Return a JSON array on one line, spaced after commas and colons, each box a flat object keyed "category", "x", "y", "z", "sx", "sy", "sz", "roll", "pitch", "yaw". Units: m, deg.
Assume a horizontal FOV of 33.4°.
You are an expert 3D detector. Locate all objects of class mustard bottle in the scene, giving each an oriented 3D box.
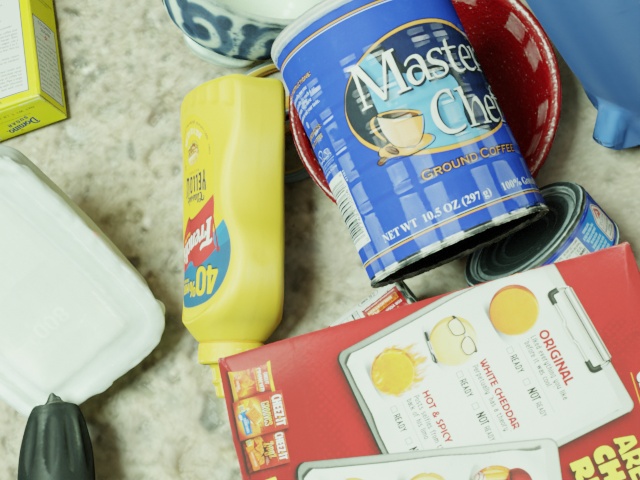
[{"category": "mustard bottle", "x": -0.055, "y": 0.001, "z": 0.660, "sx": 0.096, "sy": 0.058, "sz": 0.191, "roll": -15, "pitch": 74, "yaw": 60}]

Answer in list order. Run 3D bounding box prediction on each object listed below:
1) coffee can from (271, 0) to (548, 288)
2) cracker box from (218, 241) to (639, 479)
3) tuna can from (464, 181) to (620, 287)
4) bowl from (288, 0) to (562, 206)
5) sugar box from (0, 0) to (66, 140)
[{"category": "coffee can", "x": 0.047, "y": -0.058, "z": 0.574, "sx": 0.103, "sy": 0.102, "sz": 0.140, "roll": -24, "pitch": 82, "yaw": 10}, {"category": "cracker box", "x": 0.071, "y": 0.113, "z": 0.525, "sx": 0.214, "sy": 0.072, "sz": 0.164, "roll": -17, "pitch": 73, "yaw": 12}, {"category": "tuna can", "x": 0.124, "y": 0.007, "z": 0.603, "sx": 0.086, "sy": 0.086, "sz": 0.033, "roll": -45, "pitch": 107, "yaw": 1}, {"category": "bowl", "x": 0.064, "y": -0.082, "z": 0.654, "sx": 0.162, "sy": 0.055, "sz": 0.162, "roll": -1, "pitch": 85, "yaw": 9}, {"category": "sugar box", "x": -0.246, "y": -0.161, "z": 0.794, "sx": 0.093, "sy": 0.048, "sz": 0.176, "roll": -16, "pitch": 66, "yaw": 13}]
